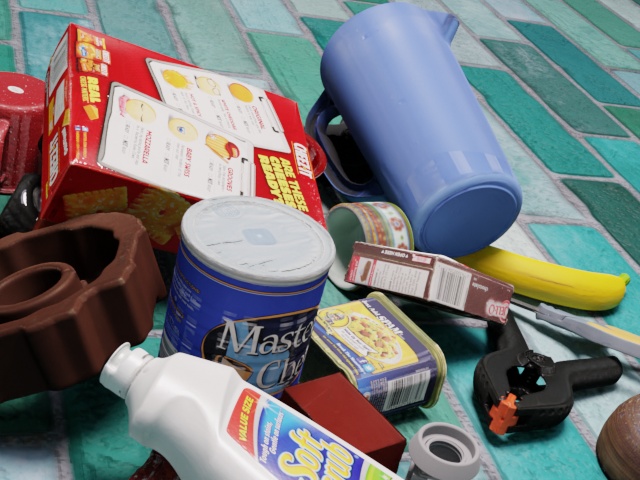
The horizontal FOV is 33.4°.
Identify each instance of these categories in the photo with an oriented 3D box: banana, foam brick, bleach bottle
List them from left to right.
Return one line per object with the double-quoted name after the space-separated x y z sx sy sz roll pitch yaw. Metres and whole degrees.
-0.024 0.144 0.617 0.251 0.068 0.102 33 31 9 "bleach bottle"
0.011 0.134 0.711 0.051 0.053 0.078 -9 37 -36 "foam brick"
0.203 0.034 0.998 0.197 0.037 0.069 13 10 -5 "banana"

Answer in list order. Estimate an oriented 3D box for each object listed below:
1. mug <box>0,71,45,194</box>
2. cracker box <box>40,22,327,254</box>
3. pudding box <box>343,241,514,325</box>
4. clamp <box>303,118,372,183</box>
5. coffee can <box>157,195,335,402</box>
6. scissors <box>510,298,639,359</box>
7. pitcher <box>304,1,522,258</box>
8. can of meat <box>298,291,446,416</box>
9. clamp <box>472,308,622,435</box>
-0.279 -0.093 0.944 0.093 0.082 0.117 11 29 -7 "mug"
-0.112 -0.067 0.854 0.213 0.072 0.164 16 42 -29 "cracker box"
0.090 0.036 0.868 0.090 0.039 0.113 10 -9 44 "pudding box"
0.045 -0.096 1.145 0.165 0.036 0.209 32 36 26 "clamp"
-0.055 0.054 0.729 0.102 0.140 0.103 11 29 -7 "coffee can"
0.218 0.070 0.951 0.202 0.016 0.096 23 6 41 "scissors"
0.087 -0.097 1.012 0.144 0.149 0.243 -4 48 -21 "pitcher"
0.029 0.089 0.795 0.083 0.057 0.102 -10 37 -34 "can of meat"
0.162 0.102 0.855 0.120 0.039 0.171 24 23 28 "clamp"
